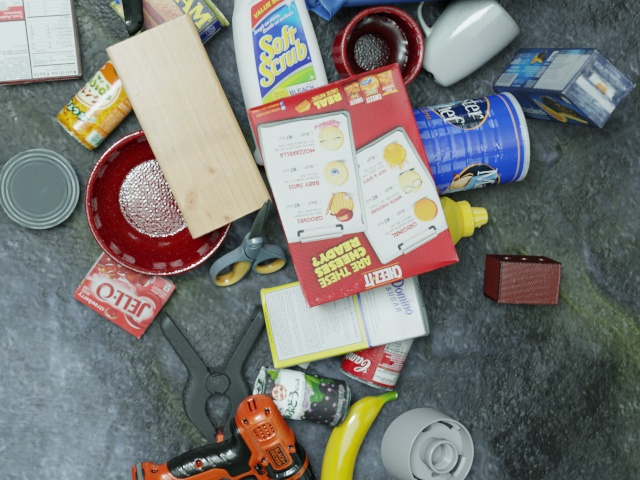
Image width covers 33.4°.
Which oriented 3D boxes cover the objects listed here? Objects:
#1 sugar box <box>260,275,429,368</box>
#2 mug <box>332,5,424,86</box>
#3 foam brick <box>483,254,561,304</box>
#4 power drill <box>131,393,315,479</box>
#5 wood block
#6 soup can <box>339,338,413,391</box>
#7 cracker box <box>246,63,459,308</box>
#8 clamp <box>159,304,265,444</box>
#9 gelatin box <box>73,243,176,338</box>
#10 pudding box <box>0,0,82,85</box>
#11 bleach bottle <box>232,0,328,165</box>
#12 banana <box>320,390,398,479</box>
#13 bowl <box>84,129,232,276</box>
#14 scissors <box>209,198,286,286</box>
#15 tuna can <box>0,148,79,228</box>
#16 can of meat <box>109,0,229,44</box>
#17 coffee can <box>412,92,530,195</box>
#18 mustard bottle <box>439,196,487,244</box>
[{"bbox_3d":[0.027,0.080,1.192,0.176,0.048,0.093,-13,82,12],"label":"sugar box"},{"bbox_3d":[0.056,-0.198,1.182,0.093,0.081,0.117,17,94,-13],"label":"mug"},{"bbox_3d":[0.239,0.046,1.265,0.078,0.053,0.051,2,97,-12],"label":"foam brick"},{"bbox_3d":[-0.105,0.273,1.214,0.187,0.057,0.184,-26,125,-2],"label":"power drill"},{"bbox_3d":[-0.135,-0.117,1.094,0.090,0.091,0.206,-25,101,-7],"label":"wood block"},{"bbox_3d":[0.071,0.114,1.235,0.068,0.068,0.102,20,93,-13],"label":"soup can"},{"bbox_3d":[0.032,-0.056,1.109,0.164,0.072,0.214,-17,90,2],"label":"cracker box"},{"bbox_3d":[-0.110,0.152,1.221,0.120,0.039,0.171,-11,106,-5],"label":"clamp"},{"bbox_3d":[-0.218,0.055,1.191,0.089,0.030,0.073,36,90,-13],"label":"gelatin box"},{"bbox_3d":[-0.304,-0.225,1.133,0.090,0.039,0.113,-6,100,-10],"label":"pudding box"},{"bbox_3d":[-0.056,-0.216,1.170,0.102,0.068,0.251,-17,98,-8],"label":"bleach bottle"},{"bbox_3d":[0.035,0.267,1.264,0.069,0.037,0.198,17,94,-12],"label":"banana"},{"bbox_3d":[-0.176,-0.044,1.172,0.162,0.055,0.162,-1,98,-11],"label":"bowl"},{"bbox_3d":[-0.058,0.001,1.149,0.096,0.202,0.016,-5,67,-32],"label":"scissors"},{"bbox_3d":[-0.305,-0.057,1.157,0.086,0.034,0.086,-1,98,-11],"label":"tuna can"},{"bbox_3d":[-0.163,-0.244,1.148,0.084,0.057,0.102,-41,103,-1],"label":"can of meat"},{"bbox_3d":[0.151,-0.105,1.202,0.140,0.103,0.103,-11,99,-9],"label":"coffee can"},{"bbox_3d":[0.096,-0.014,1.207,0.191,0.096,0.058,-10,97,-10],"label":"mustard bottle"}]
